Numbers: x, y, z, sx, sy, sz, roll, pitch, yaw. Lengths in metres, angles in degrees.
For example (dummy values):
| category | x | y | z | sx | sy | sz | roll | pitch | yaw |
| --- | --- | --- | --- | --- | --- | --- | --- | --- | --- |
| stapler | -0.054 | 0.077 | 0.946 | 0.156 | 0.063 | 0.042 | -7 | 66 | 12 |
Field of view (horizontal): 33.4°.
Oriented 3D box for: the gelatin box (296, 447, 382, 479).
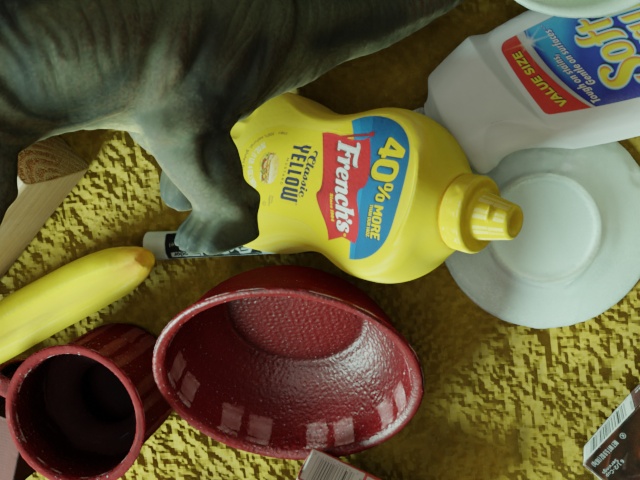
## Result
| category | x | y | z | sx | sy | sz | roll | pitch | yaw |
| --- | --- | --- | --- | --- | --- | --- | --- | --- | --- |
| gelatin box | 0.023 | 0.180 | 0.678 | 0.089 | 0.030 | 0.073 | 24 | 136 | 9 |

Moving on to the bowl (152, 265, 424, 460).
| category | x | y | z | sx | sy | sz | roll | pitch | yaw |
| --- | --- | --- | --- | --- | --- | --- | --- | --- | --- |
| bowl | -0.018 | 0.066 | 0.648 | 0.162 | 0.055 | 0.162 | 3 | 134 | 3 |

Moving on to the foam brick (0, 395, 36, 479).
| category | x | y | z | sx | sy | sz | roll | pitch | yaw |
| --- | --- | --- | --- | --- | --- | --- | --- | --- | --- |
| foam brick | -0.230 | 0.129 | 0.733 | 0.078 | 0.053 | 0.051 | 16 | 104 | 9 |

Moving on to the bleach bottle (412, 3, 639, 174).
| category | x | y | z | sx | sy | sz | roll | pitch | yaw |
| --- | --- | --- | --- | --- | --- | --- | --- | --- | --- |
| bleach bottle | 0.163 | -0.094 | 0.591 | 0.251 | 0.068 | 0.102 | -22 | 82 | 18 |

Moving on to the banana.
| category | x | y | z | sx | sy | sz | roll | pitch | yaw |
| --- | --- | --- | --- | --- | --- | --- | --- | --- | --- |
| banana | -0.188 | 0.052 | 0.701 | 0.198 | 0.069 | 0.037 | -29 | 109 | 8 |

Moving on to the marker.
| category | x | y | z | sx | sy | sz | roll | pitch | yaw |
| --- | --- | --- | --- | --- | --- | --- | --- | --- | --- |
| marker | -0.054 | 0.001 | 0.685 | 0.121 | 0.020 | 0.020 | -3 | 100 | 14 |

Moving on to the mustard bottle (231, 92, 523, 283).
| category | x | y | z | sx | sy | sz | roll | pitch | yaw |
| --- | --- | --- | --- | --- | --- | --- | --- | --- | --- |
| mustard bottle | 0.026 | -0.027 | 0.597 | 0.192 | 0.058 | 0.096 | 14 | 89 | 39 |

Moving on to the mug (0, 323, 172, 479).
| category | x | y | z | sx | sy | sz | roll | pitch | yaw |
| --- | --- | --- | --- | --- | --- | --- | --- | --- | --- |
| mug | -0.154 | 0.099 | 0.694 | 0.117 | 0.081 | 0.093 | 11 | 103 | 11 |
